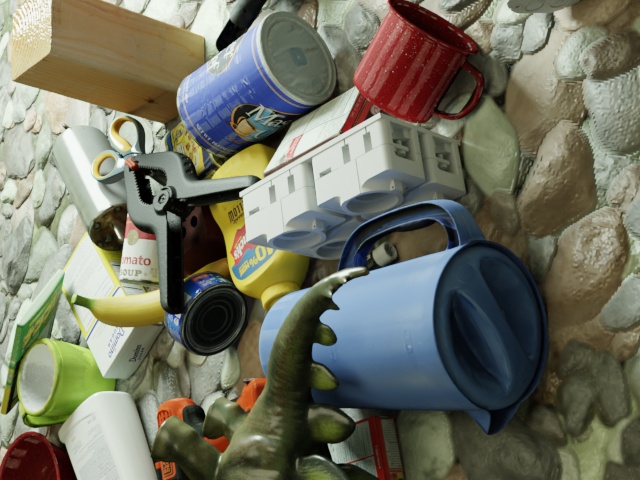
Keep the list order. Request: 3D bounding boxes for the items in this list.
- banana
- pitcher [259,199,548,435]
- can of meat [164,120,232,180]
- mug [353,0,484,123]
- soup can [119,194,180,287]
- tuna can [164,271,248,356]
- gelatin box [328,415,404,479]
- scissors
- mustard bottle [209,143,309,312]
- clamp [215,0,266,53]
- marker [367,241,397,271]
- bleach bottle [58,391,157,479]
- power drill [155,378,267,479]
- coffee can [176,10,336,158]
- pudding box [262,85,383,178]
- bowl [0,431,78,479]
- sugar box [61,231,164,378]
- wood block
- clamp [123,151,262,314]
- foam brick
[{"bbox_3d":[-0.175,0.064,1.186,0.198,0.069,0.037,-15,63,13],"label":"banana"},{"bbox_3d":[0.058,0.072,0.902,0.243,0.145,0.149,-13,42,48],"label":"pitcher"},{"bbox_3d":[-0.128,-0.100,1.198,0.084,0.057,0.102,-36,55,39],"label":"can of meat"},{"bbox_3d":[0.092,-0.153,0.959,0.117,0.093,0.082,34,115,8],"label":"mug"},{"bbox_3d":[-0.194,0.002,1.236,0.069,0.068,0.102,0,81,47],"label":"soup can"},{"bbox_3d":[-0.118,0.078,1.122,0.034,0.085,0.086,30,103,45],"label":"tuna can"},{"bbox_3d":[0.033,0.205,0.967,0.089,0.030,0.073,-28,62,41],"label":"gelatin box"},{"bbox_3d":[-0.215,-0.075,1.233,0.096,0.016,0.202,-47,44,13],"label":"scissors"},{"bbox_3d":[-0.058,0.001,1.095,0.096,0.058,0.192,-38,55,29],"label":"mustard bottle"},{"bbox_3d":[-0.063,-0.277,1.158,0.171,0.039,0.120,-60,15,-21],"label":"clamp"},{"bbox_3d":[0.026,0.039,1.023,0.121,0.020,0.020,-37,55,36],"label":"marker"},{"bbox_3d":[-0.220,0.298,1.196,0.103,0.067,0.251,-47,52,30],"label":"bleach bottle"},{"bbox_3d":[-0.097,0.231,1.081,0.188,0.057,0.184,-30,63,38],"label":"power drill"},{"bbox_3d":[-0.068,-0.160,1.112,0.141,0.102,0.103,-27,61,41],"label":"coffee can"},{"bbox_3d":[0.004,-0.097,1.037,0.114,0.039,0.090,-23,29,40],"label":"pudding box"},{"bbox_3d":[-0.345,0.320,1.331,0.162,0.055,0.162,-14,70,45],"label":"bowl"},{"bbox_3d":[-0.258,0.076,1.306,0.093,0.048,0.176,-55,50,23],"label":"sugar box"},{"bbox_3d":[-0.244,-0.212,1.239,0.091,0.205,0.090,-20,66,43],"label":"wood block"},{"bbox_3d":[-0.157,-0.027,1.125,0.210,0.036,0.164,33,92,45],"label":"clamp"},{"bbox_3d":[-0.133,-0.004,1.182,0.078,0.051,0.053,-42,52,33],"label":"foam brick"}]
